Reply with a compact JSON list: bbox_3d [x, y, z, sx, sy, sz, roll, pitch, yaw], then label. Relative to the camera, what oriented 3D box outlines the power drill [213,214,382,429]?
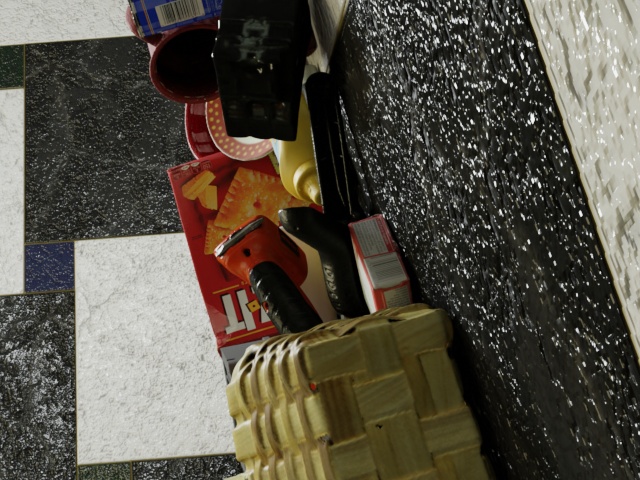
[{"bbox_3d":[-0.003,0.077,0.890,0.188,0.057,0.184,54,-175,33],"label":"power drill"}]

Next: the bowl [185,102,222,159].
[{"bbox_3d":[-0.094,-0.161,1.225,0.162,0.055,0.162,-16,70,51],"label":"bowl"}]

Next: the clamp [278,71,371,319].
[{"bbox_3d":[0.016,-0.017,0.847,0.210,0.036,0.164,65,-155,-49],"label":"clamp"}]

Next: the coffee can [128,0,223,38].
[{"bbox_3d":[-0.104,-0.244,0.929,0.103,0.140,0.103,163,90,-86],"label":"coffee can"}]

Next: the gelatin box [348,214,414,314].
[{"bbox_3d":[0.048,0.035,0.782,0.089,0.030,0.073,-108,3,-55],"label":"gelatin box"}]

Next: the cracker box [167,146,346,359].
[{"bbox_3d":[-0.057,0.001,1.139,0.072,0.164,0.214,78,175,-71],"label":"cracker box"}]

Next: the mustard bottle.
[{"bbox_3d":[-0.019,-0.093,0.980,0.192,0.058,0.096,-111,7,-50],"label":"mustard bottle"}]

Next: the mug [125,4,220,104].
[{"bbox_3d":[-0.134,-0.195,1.018,0.093,0.117,0.081,-50,41,31],"label":"mug"}]
